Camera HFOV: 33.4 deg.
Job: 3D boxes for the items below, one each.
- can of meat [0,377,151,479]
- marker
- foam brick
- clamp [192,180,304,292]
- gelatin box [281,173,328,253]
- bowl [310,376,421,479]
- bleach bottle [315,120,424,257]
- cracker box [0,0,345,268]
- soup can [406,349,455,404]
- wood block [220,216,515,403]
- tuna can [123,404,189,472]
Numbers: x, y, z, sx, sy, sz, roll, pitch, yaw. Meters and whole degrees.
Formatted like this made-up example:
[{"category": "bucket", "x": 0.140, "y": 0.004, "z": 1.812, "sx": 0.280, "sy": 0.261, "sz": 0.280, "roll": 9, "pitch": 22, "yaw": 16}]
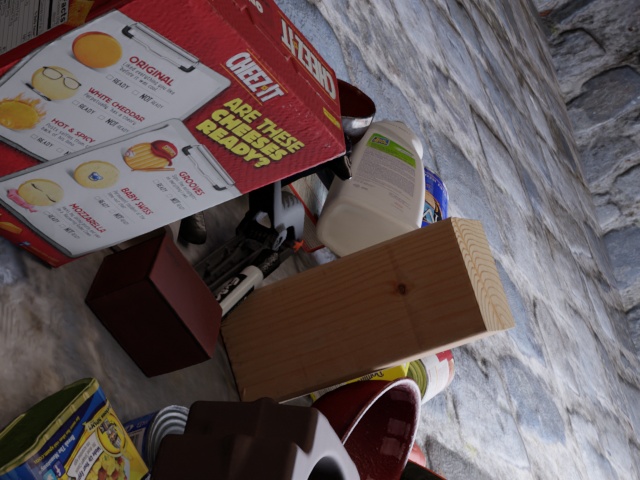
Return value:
[{"category": "can of meat", "x": -0.136, "y": 0.134, "z": 0.574, "sx": 0.084, "sy": 0.058, "sz": 0.102, "roll": 62, "pitch": 23, "yaw": -12}, {"category": "marker", "x": -0.068, "y": 0.042, "z": 0.809, "sx": 0.120, "sy": 0.020, "sz": 0.020, "roll": -45, "pitch": 113, "yaw": -42}, {"category": "foam brick", "x": -0.110, "y": 0.045, "z": 0.724, "sx": 0.078, "sy": 0.051, "sz": 0.053, "roll": 57, "pitch": 24, "yaw": -28}, {"category": "clamp", "x": -0.056, "y": 0.001, "z": 0.875, "sx": 0.039, "sy": 0.120, "sz": 0.171, "roll": 37, "pitch": -3, "yaw": 18}, {"category": "gelatin box", "x": -0.020, "y": -0.043, "z": 1.046, "sx": 0.089, "sy": 0.030, "sz": 0.073, "roll": 56, "pitch": 24, "yaw": -32}, {"category": "bowl", "x": 0.016, "y": 0.170, "z": 0.838, "sx": 0.161, "sy": 0.055, "sz": 0.162, "roll": -41, "pitch": 144, "yaw": -40}, {"category": "bleach bottle", "x": 0.068, "y": -0.060, "z": 1.095, "sx": 0.102, "sy": 0.068, "sz": 0.250, "roll": 29, "pitch": 31, "yaw": -2}, {"category": "cracker box", "x": -0.119, "y": -0.076, "z": 0.593, "sx": 0.164, "sy": 0.214, "sz": 0.072, "roll": 41, "pitch": 35, "yaw": -49}, {"category": "soup can", "x": 0.093, "y": 0.135, "z": 1.098, "sx": 0.102, "sy": 0.069, "sz": 0.068, "roll": -8, "pitch": 78, "yaw": -67}, {"category": "wood block", "x": 0.034, "y": 0.059, "z": 0.840, "sx": 0.090, "sy": 0.206, "sz": 0.091, "roll": 3, "pitch": 68, "yaw": -66}, {"category": "tuna can", "x": -0.097, "y": 0.151, "z": 0.681, "sx": 0.086, "sy": 0.034, "sz": 0.086, "roll": 50, "pitch": 28, "yaw": -40}]
